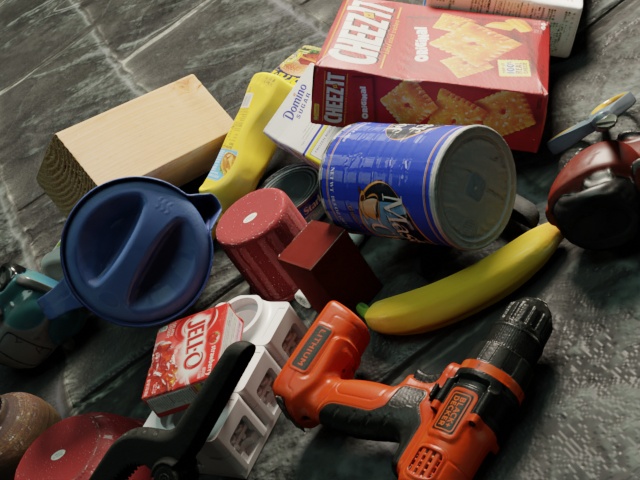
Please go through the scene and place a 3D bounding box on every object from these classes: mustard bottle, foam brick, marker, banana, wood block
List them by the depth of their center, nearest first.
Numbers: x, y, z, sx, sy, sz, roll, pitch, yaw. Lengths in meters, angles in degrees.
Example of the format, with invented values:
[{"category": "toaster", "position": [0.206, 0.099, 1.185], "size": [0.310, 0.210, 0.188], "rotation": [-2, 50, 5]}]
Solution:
[{"category": "banana", "position": [0.114, 0.038, 0.899], "size": [0.198, 0.037, 0.069], "rotation": [-22, 36, 18]}, {"category": "foam brick", "position": [0.008, 0.028, 0.967], "size": [0.053, 0.078, 0.051], "rotation": [-48, 37, -19]}, {"category": "marker", "position": [0.018, 0.015, 1.028], "size": [0.020, 0.020, 0.121], "rotation": [12, 55, 48]}, {"category": "mustard bottle", "position": [-0.086, -0.089, 1.179], "size": [0.191, 0.058, 0.096], "rotation": [-64, 21, -3]}, {"category": "wood block", "position": [-0.206, -0.099, 1.213], "size": [0.205, 0.091, 0.090], "rotation": [-33, -12, -41]}]

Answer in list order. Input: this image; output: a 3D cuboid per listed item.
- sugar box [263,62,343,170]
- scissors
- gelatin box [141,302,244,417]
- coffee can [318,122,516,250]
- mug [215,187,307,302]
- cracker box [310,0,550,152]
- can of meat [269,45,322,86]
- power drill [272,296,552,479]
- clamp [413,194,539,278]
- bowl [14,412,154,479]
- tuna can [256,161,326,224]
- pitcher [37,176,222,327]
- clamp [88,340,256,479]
[{"category": "sugar box", "position": [0.033, -0.105, 1.080], "size": [0.176, 0.048, 0.093], "rotation": [33, 87, 38]}, {"category": "scissors", "position": [0.225, -0.092, 0.909], "size": [0.096, 0.016, 0.201], "rotation": [-34, 1, 28]}, {"category": "gelatin box", "position": [-0.107, 0.100, 0.905], "size": [0.073, 0.030, 0.089], "rotation": [-20, 36, 21]}, {"category": "coffee can", "position": [0.082, -0.049, 0.919], "size": [0.141, 0.102, 0.102], "rotation": [9, 52, 48]}, {"category": "mug", "position": [-0.057, 0.001, 1.054], "size": [0.117, 0.081, 0.093], "rotation": [13, 56, 49]}, {"category": "cracker box", "position": [0.111, -0.165, 1.028], "size": [0.214, 0.072, 0.164], "rotation": [9, 37, 8]}, {"category": "can of meat", "position": [-0.018, -0.186, 1.281], "size": [0.084, 0.057, 0.102], "rotation": [-41, 34, -14]}, {"category": "power drill", "position": [0.068, 0.104, 0.824], "size": [0.188, 0.057, 0.184], "rotation": [13, 57, 43]}, {"category": "clamp", "position": [0.145, -0.045, 0.975], "size": [0.120, 0.039, 0.171], "rotation": [-16, 41, 26]}, {"category": "bowl", "position": [-0.221, 0.210, 0.959], "size": [0.162, 0.055, 0.162], "rotation": [-23, 35, 17]}, {"category": "tuna can", "position": [-0.029, -0.042, 1.128], "size": [0.086, 0.033, 0.086], "rotation": [-23, 35, 17]}, {"category": "pitcher", "position": [-0.178, 0.008, 1.042], "size": [0.243, 0.149, 0.145], "rotation": [-142, 63, -84]}, {"category": "clamp", "position": [-0.112, 0.176, 0.847], "size": [0.210, 0.036, 0.164], "rotation": [-16, 78, 26]}]
